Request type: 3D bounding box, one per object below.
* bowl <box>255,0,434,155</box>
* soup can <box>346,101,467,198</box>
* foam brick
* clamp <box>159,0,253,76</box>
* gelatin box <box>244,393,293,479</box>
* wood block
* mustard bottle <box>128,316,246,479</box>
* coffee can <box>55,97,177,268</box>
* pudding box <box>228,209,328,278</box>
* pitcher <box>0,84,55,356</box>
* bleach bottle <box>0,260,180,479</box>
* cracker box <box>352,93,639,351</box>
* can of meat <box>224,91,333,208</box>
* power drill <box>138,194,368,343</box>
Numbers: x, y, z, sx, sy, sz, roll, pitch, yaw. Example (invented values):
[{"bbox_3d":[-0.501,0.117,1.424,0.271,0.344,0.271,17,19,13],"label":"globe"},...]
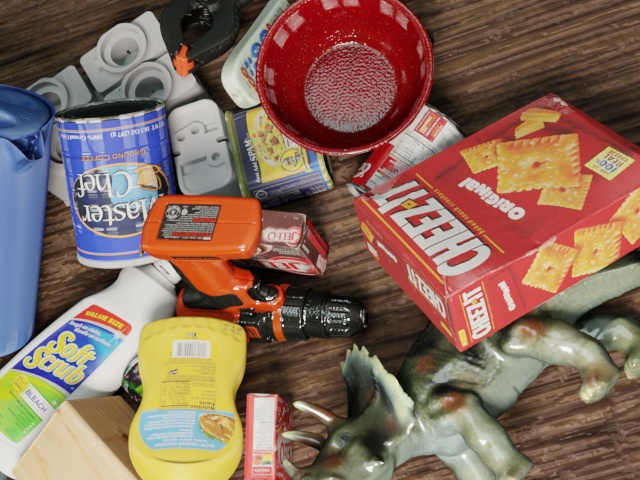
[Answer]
[{"bbox_3d":[0.024,-0.149,0.977,0.162,0.055,0.162,-2,78,9],"label":"bowl"},{"bbox_3d":[0.081,-0.071,0.987,0.069,0.068,0.102,35,85,21],"label":"soup can"},{"bbox_3d":[0.018,-0.187,1.047,0.053,0.051,0.078,-34,68,3],"label":"foam brick"},{"bbox_3d":[-0.122,-0.240,1.078,0.120,0.039,0.171,19,56,15],"label":"clamp"},{"bbox_3d":[-0.043,0.176,0.935,0.030,0.089,0.073,-1,74,8],"label":"gelatin box"},{"bbox_3d":[-0.160,0.240,0.938,0.206,0.090,0.090,42,103,22],"label":"wood block"},{"bbox_3d":[-0.113,0.157,0.908,0.096,0.058,0.191,2,51,-4],"label":"mustard bottle"},{"bbox_3d":[-0.187,-0.056,1.003,0.103,0.102,0.140,-1,108,14],"label":"coffee can"},{"bbox_3d":[-0.057,0.001,0.990,0.114,0.090,0.039,8,72,18],"label":"pudding box"},{"bbox_3d":[-0.324,-0.020,0.988,0.145,0.149,0.243,4,117,-11],"label":"pitcher"},{"bbox_3d":[-0.227,0.105,1.021,0.103,0.068,0.251,39,84,24],"label":"bleach bottle"},{"bbox_3d":[0.158,-0.025,0.892,0.213,0.072,0.164,-28,39,-10],"label":"cracker box"},{"bbox_3d":[-0.038,-0.087,1.030,0.084,0.057,0.102,-16,70,8],"label":"can of meat"},{"bbox_3d":[-0.062,0.033,0.932,0.185,0.187,0.057,1,58,17],"label":"power drill"}]
